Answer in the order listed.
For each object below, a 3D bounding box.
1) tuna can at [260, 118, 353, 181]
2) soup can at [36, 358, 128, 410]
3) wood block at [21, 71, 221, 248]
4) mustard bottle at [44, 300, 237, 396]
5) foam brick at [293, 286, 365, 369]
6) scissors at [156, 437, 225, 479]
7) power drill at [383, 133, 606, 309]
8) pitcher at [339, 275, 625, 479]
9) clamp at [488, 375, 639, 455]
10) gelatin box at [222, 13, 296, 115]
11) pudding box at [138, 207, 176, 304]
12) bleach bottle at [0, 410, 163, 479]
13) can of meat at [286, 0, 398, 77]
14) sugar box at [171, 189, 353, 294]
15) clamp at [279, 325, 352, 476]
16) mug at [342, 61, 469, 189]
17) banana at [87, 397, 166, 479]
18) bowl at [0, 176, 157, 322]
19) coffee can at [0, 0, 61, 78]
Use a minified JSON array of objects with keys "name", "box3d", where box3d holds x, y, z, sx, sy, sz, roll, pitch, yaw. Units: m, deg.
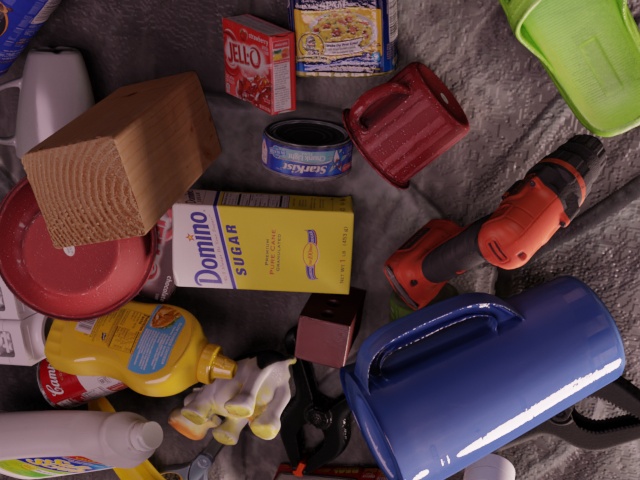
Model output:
[{"name":"tuna can","box3d":[-0.012,-0.086,0.996,0.086,0.086,0.034,9,114,11]},{"name":"soup can","box3d":[-0.250,0.140,1.172,0.102,0.068,0.068,-22,107,23]},{"name":"wood block","box3d":[-0.173,-0.079,0.974,0.091,0.206,0.090,-9,111,18]},{"name":"mustard bottle","box3d":[-0.176,0.108,1.087,0.192,0.096,0.058,14,146,14]},{"name":"foam brick","box3d":[0.010,0.084,1.072,0.053,0.078,0.051,13,118,9]},{"name":"scissors","box3d":[-0.124,0.269,1.226,0.202,0.016,0.096,-35,99,27]},{"name":"power drill","box3d":[0.154,-0.016,0.952,0.057,0.184,0.188,53,140,-3]},{"name":"pitcher","box3d":[0.146,0.119,0.967,0.242,0.149,0.145,-25,81,-9]},{"name":"clamp","box3d":[0.235,0.154,1.067,0.210,0.036,0.164,0,114,19]},{"name":"gelatin box","box3d":[-0.057,-0.163,0.977,0.089,0.030,0.073,33,131,49]},{"name":"pudding box","box3d":[-0.181,0.000,1.106,0.090,0.039,0.114,22,118,3]},{"name":"bleach bottle","box3d":[-0.269,0.217,1.159,0.251,0.068,0.102,-14,146,40]},{"name":"can of meat","box3d":[0.020,-0.193,0.955,0.102,0.057,0.084,3,117,14]},{"name":"sugar box","box3d":[-0.057,0.002,1.051,0.176,0.048,0.093,1,116,-2]},{"name":"clamp","box3d":[0.011,0.180,1.137,0.120,0.039,0.171,16,116,18]},{"name":"mug","box3d":[0.073,-0.109,0.952,0.082,0.117,0.093,-38,55,21]},{"name":"banana","box3d":[-0.204,0.258,1.220,0.198,0.037,0.070,44,124,10]},{"name":"bowl","box3d":[-0.240,0.005,1.036,0.162,0.055,0.162,-1,97,-8]},{"name":"coffee can","box3d":[-0.302,-0.232,0.997,0.103,0.102,0.140,44,117,-7]}]
